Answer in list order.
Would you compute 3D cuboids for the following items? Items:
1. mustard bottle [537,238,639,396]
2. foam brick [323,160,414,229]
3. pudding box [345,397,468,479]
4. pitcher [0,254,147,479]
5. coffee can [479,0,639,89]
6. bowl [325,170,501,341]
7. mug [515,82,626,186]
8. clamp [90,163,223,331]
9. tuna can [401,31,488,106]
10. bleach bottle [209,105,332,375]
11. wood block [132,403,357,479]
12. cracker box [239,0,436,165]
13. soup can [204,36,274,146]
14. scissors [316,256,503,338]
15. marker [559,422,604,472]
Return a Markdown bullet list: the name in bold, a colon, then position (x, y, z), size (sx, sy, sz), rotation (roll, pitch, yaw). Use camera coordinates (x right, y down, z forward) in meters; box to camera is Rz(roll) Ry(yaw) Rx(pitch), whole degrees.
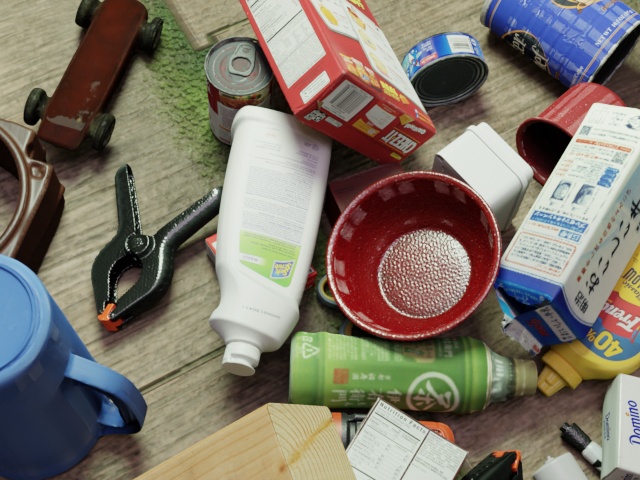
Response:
- **mustard bottle**: position (0.270, 0.070, 0.983), size (0.191, 0.058, 0.096), rotation (-45, 71, -1)
- **foam brick**: position (0.049, -0.035, 1.041), size (0.078, 0.051, 0.053), rotation (-18, 66, -12)
- **pudding box**: position (0.056, 0.199, 0.876), size (0.090, 0.039, 0.113), rotation (30, 60, 11)
- **pitcher**: position (-0.239, 0.104, 0.853), size (0.149, 0.243, 0.145), rotation (-30, 71, -15)
- **coffee can**: position (0.253, -0.229, 1.117), size (0.140, 0.103, 0.102), rotation (41, 69, 15)
- **bowl**: position (0.088, 0.020, 0.971), size (0.162, 0.055, 0.162), rotation (-7, 67, 17)
- **mug**: position (0.263, -0.095, 1.069), size (0.081, 0.093, 0.117), rotation (-40, 103, -24)
- **clamp**: position (-0.158, 0.006, 1.014), size (0.120, 0.039, 0.171), rotation (3, 66, 20)
- **tuna can**: position (0.127, -0.175, 1.094), size (0.086, 0.086, 0.034), rotation (-10, 64, -8)
- **bleach bottle**: position (-0.056, 0.001, 0.975), size (0.102, 0.068, 0.250), rotation (14, 61, -4)
- **wood block**: position (-0.082, 0.212, 0.835), size (0.206, 0.090, 0.090), rotation (-33, 65, 23)
- **cracker box**: position (0.007, -0.187, 1.039), size (0.072, 0.164, 0.214), rotation (-39, 57, 22)
- **soup can**: position (-0.079, -0.145, 1.059), size (0.068, 0.102, 0.068), rotation (1, 64, -3)
- **scissors**: position (0.097, 0.060, 1.018), size (0.201, 0.016, 0.096), rotation (-1, 66, -4)
- **marker**: position (0.263, 0.207, 0.954), size (0.121, 0.020, 0.020), rotation (42, 69, 16)
